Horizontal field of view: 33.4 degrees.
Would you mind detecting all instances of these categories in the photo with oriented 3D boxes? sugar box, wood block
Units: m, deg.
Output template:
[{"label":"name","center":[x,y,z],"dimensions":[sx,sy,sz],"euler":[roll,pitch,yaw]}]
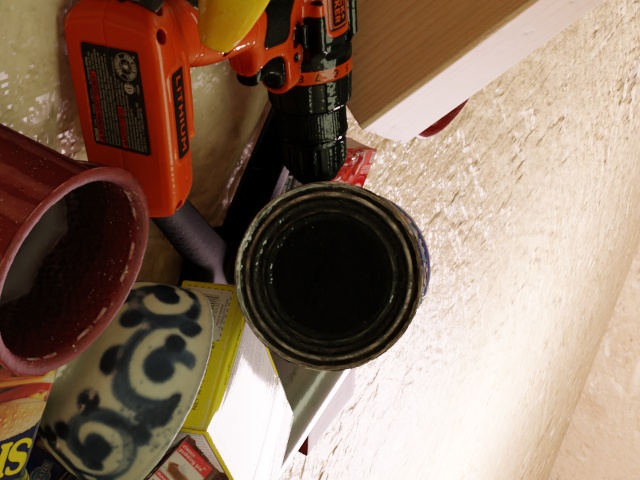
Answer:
[{"label":"sugar box","center":[-0.059,0.109,0.664],"dimensions":[0.176,0.048,0.093],"euler":[81,20,-56]},{"label":"wood block","center":[0.098,-0.158,0.657],"dimensions":[0.206,0.091,0.090],"euler":[-35,166,18]}]

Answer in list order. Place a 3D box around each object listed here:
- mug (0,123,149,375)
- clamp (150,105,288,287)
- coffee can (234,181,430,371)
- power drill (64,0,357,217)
[{"label":"mug","center":[-0.126,-0.008,0.456],"dimensions":[0.117,0.082,0.093],"euler":[-38,147,-47]},{"label":"clamp","center":[-0.055,0.001,0.688],"dimensions":[0.164,0.036,0.210],"euler":[-45,149,-39]},{"label":"coffee can","center":[0.013,0.019,0.637],"dimensions":[0.140,0.103,0.103],"euler":[-3,118,-82]},{"label":"power drill","center":[-0.044,-0.085,0.561],"dimensions":[0.187,0.057,0.184],"euler":[-42,135,-47]}]
